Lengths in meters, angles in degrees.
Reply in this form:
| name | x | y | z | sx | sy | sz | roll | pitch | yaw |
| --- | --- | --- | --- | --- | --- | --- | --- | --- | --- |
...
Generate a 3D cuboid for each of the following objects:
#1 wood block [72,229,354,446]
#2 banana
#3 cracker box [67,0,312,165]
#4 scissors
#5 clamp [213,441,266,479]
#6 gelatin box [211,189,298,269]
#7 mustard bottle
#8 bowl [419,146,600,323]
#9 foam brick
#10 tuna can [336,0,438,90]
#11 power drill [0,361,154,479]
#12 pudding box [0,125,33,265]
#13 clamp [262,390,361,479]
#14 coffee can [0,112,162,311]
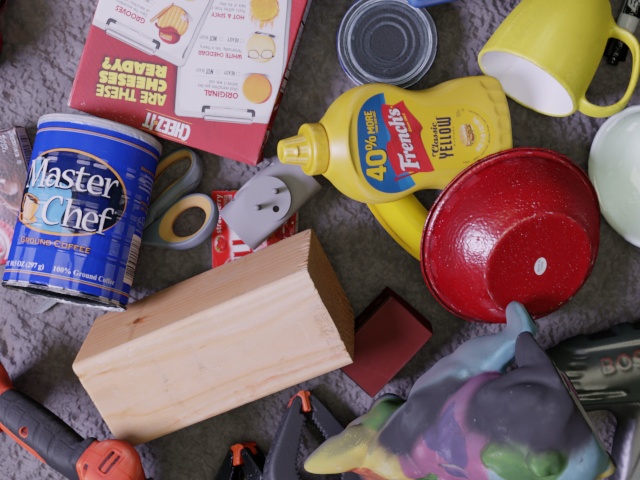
| name | x | y | z | sx | sy | sz | roll | pitch | yaw |
| --- | --- | --- | --- | --- | --- | --- | --- | --- | --- |
| wood block | -0.083 | 0.080 | 0.874 | 0.206 | 0.091 | 0.090 | -22 | 110 | 12 |
| banana | 0.078 | -0.032 | 0.907 | 0.198 | 0.037 | 0.069 | 43 | 70 | -4 |
| cracker box | -0.095 | -0.187 | 0.881 | 0.164 | 0.072 | 0.214 | 18 | 97 | 1 |
| scissors | -0.160 | 0.012 | 0.911 | 0.096 | 0.016 | 0.202 | 42 | 96 | 32 |
| clamp | -0.070 | 0.265 | 0.926 | 0.120 | 0.039 | 0.171 | -16 | 75 | 16 |
| gelatin box | -0.056 | 0.001 | 0.916 | 0.073 | 0.030 | 0.089 | 1 | 95 | 2 |
| mustard bottle | 0.058 | -0.079 | 0.858 | 0.191 | 0.058 | 0.096 | -7 | 96 | -19 |
| bowl | 0.165 | 0.009 | 0.864 | 0.162 | 0.055 | 0.162 | -6 | 116 | -13 |
| foam brick | 0.051 | 0.085 | 0.908 | 0.051 | 0.053 | 0.078 | 43 | 95 | -2 |
| tuna can | 0.056 | -0.165 | 0.894 | 0.086 | 0.033 | 0.086 | 0 | 95 | 2 |
| power drill | -0.220 | 0.180 | 0.895 | 0.188 | 0.184 | 0.057 | 30 | 59 | 13 |
| pudding box | -0.284 | -0.034 | 0.918 | 0.090 | 0.039 | 0.113 | -14 | 95 | 3 |
| clamp | -0.004 | 0.232 | 0.892 | 0.164 | 0.036 | 0.210 | -13 | 73 | -24 |
| coffee can | -0.193 | -0.021 | 0.867 | 0.103 | 0.103 | 0.140 | 10 | 80 | 1 |
